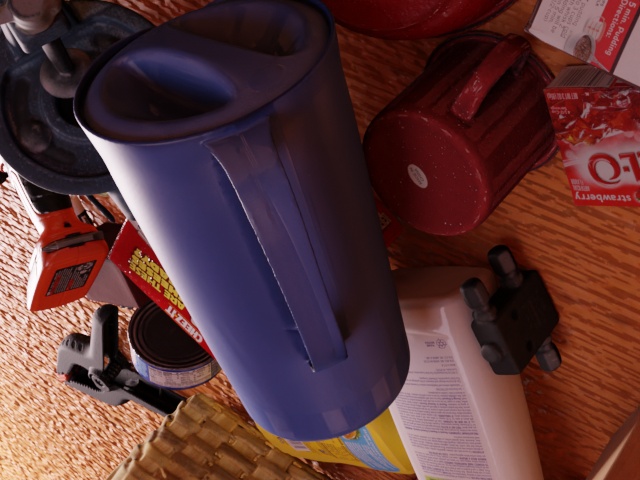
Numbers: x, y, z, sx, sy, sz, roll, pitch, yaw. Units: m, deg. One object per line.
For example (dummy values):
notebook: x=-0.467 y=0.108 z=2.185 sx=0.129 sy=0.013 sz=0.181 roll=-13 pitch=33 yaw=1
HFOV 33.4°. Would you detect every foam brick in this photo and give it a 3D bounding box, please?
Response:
foam brick: x=-0.173 y=0.021 z=0.930 sx=0.078 sy=0.052 sz=0.051 roll=5 pitch=128 yaw=43

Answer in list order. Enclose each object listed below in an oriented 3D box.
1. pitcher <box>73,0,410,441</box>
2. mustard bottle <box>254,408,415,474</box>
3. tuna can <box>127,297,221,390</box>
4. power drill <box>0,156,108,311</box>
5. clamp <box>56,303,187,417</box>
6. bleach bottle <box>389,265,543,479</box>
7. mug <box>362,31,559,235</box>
pitcher: x=-0.024 y=0.003 z=0.576 sx=0.145 sy=0.149 sz=0.243 roll=6 pitch=135 yaw=29
mustard bottle: x=0.033 y=0.143 z=0.839 sx=0.192 sy=0.058 sz=0.096 roll=-1 pitch=133 yaw=45
tuna can: x=-0.120 y=0.085 z=0.912 sx=0.086 sy=0.086 sz=0.034 roll=29 pitch=142 yaw=21
power drill: x=-0.247 y=-0.039 z=0.892 sx=0.188 sy=0.057 sz=0.185 roll=63 pitch=149 yaw=15
clamp: x=-0.205 y=0.138 z=1.084 sx=0.164 sy=0.036 sz=0.210 roll=50 pitch=147 yaw=-15
bleach bottle: x=0.099 y=0.144 z=0.727 sx=0.103 sy=0.067 sz=0.251 roll=-2 pitch=110 yaw=45
mug: x=0.080 y=-0.062 z=0.582 sx=0.093 sy=0.081 sz=0.117 roll=39 pitch=143 yaw=9
